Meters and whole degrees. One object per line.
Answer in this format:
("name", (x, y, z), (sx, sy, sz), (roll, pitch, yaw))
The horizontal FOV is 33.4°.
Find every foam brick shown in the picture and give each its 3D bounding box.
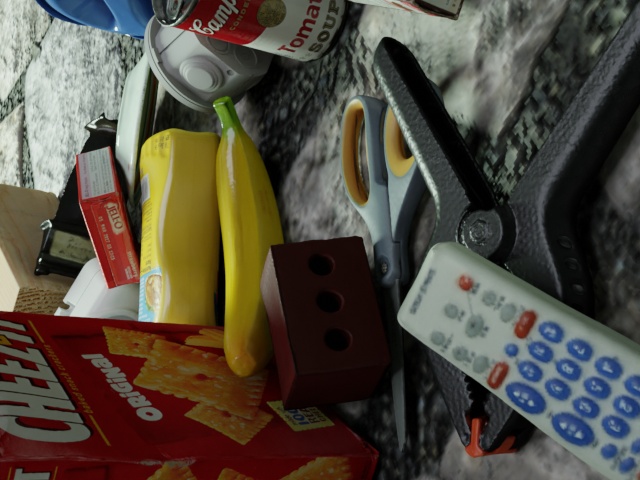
("foam brick", (0.001, 0.044, 0.569), (0.051, 0.053, 0.078), (105, 155, -58))

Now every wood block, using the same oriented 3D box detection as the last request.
("wood block", (-0.256, 0.034, 0.930), (0.206, 0.090, 0.091), (44, 119, 51))

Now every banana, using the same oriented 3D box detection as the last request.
("banana", (-0.047, 0.006, 0.652), (0.037, 0.069, 0.198), (-22, 54, 17))

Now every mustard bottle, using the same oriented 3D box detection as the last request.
("mustard bottle", (-0.096, 0.027, 0.723), (0.096, 0.058, 0.191), (152, 121, -69))

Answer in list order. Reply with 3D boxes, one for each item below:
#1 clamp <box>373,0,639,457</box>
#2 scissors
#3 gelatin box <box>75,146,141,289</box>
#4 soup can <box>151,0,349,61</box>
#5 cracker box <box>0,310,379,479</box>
("clamp", (0.077, -0.008, 0.496), (0.165, 0.036, 0.210), (11, 94, 48))
("scissors", (0.046, -0.001, 0.560), (0.096, 0.016, 0.202), (-46, 47, 47))
("gelatin box", (-0.154, -0.018, 0.778), (0.089, 0.030, 0.073), (-119, 16, -60))
("soup can", (-0.042, -0.152, 0.649), (0.069, 0.102, 0.068), (-18, 68, 53))
("cracker box", (-0.101, 0.101, 0.580), (0.164, 0.213, 0.072), (36, 113, 53))
